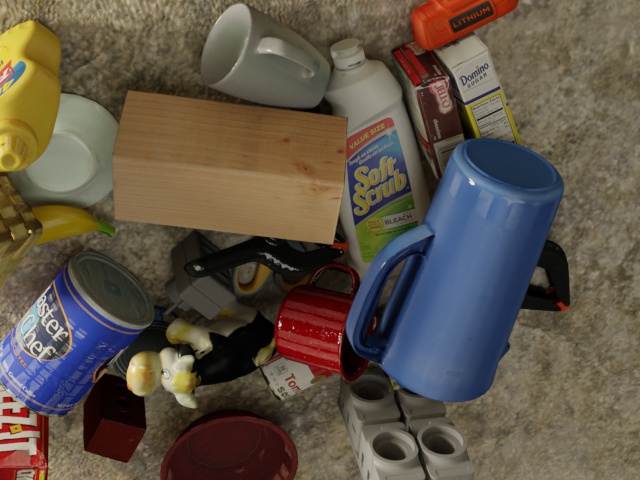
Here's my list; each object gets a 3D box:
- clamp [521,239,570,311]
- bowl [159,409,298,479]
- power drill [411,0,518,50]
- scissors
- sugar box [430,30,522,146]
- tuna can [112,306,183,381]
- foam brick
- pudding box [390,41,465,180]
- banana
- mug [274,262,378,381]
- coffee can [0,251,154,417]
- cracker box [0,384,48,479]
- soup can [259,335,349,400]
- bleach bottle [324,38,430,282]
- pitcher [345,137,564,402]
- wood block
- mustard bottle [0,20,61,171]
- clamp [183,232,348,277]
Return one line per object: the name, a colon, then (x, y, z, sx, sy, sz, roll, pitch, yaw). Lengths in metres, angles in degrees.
clamp: (0.205, 0.026, 1.197, 0.165, 0.036, 0.209, -35, 126, 15)
bowl: (-0.110, 0.251, 1.252, 0.162, 0.055, 0.162, -7, 124, -10)
power drill: (0.092, -0.270, 0.963, 0.184, 0.057, 0.187, -25, 125, 2)
scissors: (-0.023, -0.017, 1.123, 0.096, 0.016, 0.202, 23, 114, -27)
sugar box: (0.159, -0.125, 1.053, 0.048, 0.093, 0.176, -28, 124, 4)
tuna can: (-0.185, 0.114, 1.156, 0.086, 0.034, 0.086, -7, 124, -10)
foam brick: (-0.227, 0.194, 1.171, 0.053, 0.078, 0.051, 21, 116, -25)
pudding box: (0.108, -0.127, 1.041, 0.039, 0.090, 0.113, -18, 126, 0)
banana: (-0.305, 0.008, 1.048, 0.198, 0.037, 0.069, -20, 126, 4)
mug: (0.007, 0.080, 1.107, 0.082, 0.093, 0.117, 12, 94, 25)
coffee can: (-0.251, 0.095, 1.085, 0.102, 0.103, 0.140, 33, 109, -30)
cracker box: (-0.384, 0.190, 1.076, 0.213, 0.164, 0.072, 4, 123, -17)
soup can: (-0.015, 0.127, 1.188, 0.102, 0.068, 0.068, -27, 125, 4)
bleach bottle: (0.048, -0.081, 1.073, 0.102, 0.068, 0.251, -13, 121, 9)
pitcher: (0.133, 0.027, 1.027, 0.145, 0.149, 0.243, 28, 124, 17)
wood block: (-0.083, -0.068, 0.992, 0.206, 0.090, 0.091, 6, 141, -3)
mustard bottle: (-0.257, -0.111, 0.895, 0.096, 0.192, 0.058, -43, 122, 14)
clamp: (-0.057, 0.001, 1.063, 0.171, 0.120, 0.039, 21, 160, -14)
